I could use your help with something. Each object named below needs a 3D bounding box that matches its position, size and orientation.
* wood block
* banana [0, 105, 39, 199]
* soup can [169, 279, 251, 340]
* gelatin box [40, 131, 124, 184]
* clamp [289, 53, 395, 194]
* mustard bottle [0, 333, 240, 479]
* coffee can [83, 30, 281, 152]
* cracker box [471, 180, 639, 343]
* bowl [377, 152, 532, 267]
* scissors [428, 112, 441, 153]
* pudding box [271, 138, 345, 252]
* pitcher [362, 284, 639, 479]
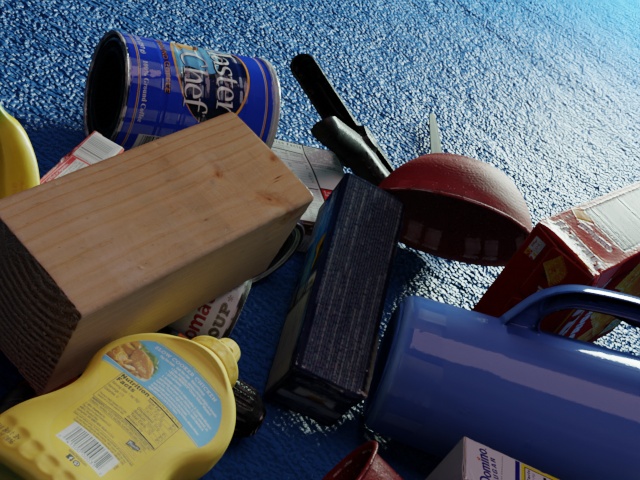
[{"bbox_3d":[-0.114,0.001,0.689,0.090,0.091,0.205,47,43,13],"label":"wood block"},{"bbox_3d":[-0.219,0.003,0.705,0.069,0.037,0.198,15,78,-51],"label":"banana"},{"bbox_3d":[-0.110,0.035,0.781,0.102,0.069,0.068,26,38,-9],"label":"soup can"},{"bbox_3d":[-0.188,-0.030,0.793,0.030,0.073,0.089,32,38,0],"label":"gelatin box"},{"bbox_3d":[0.027,-0.096,0.986,0.171,0.039,0.120,46,24,-48],"label":"clamp"},{"bbox_3d":[-0.105,0.105,0.623,0.096,0.058,0.191,39,36,10],"label":"mustard bottle"},{"bbox_3d":[-0.119,-0.117,0.914,0.140,0.103,0.103,5,45,-31],"label":"coffee can"},{"bbox_3d":[0.224,0.040,0.932,0.213,0.164,0.072,-19,58,-46],"label":"cracker box"},{"bbox_3d":[0.119,-0.032,0.939,0.162,0.162,0.055,23,72,-13],"label":"bowl"},{"bbox_3d":[0.106,-0.075,1.098,0.096,0.016,0.202,10,43,-27],"label":"scissors"},{"bbox_3d":[-0.017,-0.040,0.955,0.089,0.039,0.113,9,41,-29],"label":"pudding box"},{"bbox_3d":[0.164,0.117,0.802,0.243,0.145,0.149,19,59,-1],"label":"pitcher"}]
